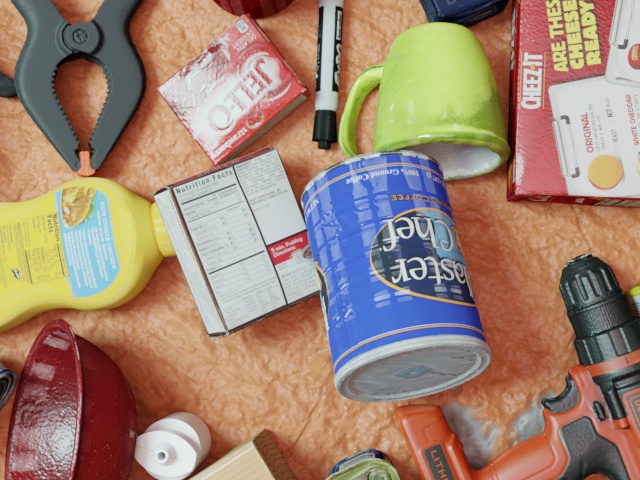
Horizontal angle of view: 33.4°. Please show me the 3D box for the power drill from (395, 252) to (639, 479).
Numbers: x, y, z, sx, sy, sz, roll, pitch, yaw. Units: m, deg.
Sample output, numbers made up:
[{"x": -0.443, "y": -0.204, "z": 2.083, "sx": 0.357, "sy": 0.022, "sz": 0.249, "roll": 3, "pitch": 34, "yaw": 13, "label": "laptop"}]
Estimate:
[{"x": 0.152, "y": 0.121, "z": 0.750, "sx": 0.187, "sy": 0.057, "sz": 0.184, "roll": -21, "pitch": 82, "yaw": 2, "label": "power drill"}]

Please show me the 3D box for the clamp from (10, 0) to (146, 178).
[{"x": -0.169, "y": -0.154, "z": 0.789, "sx": 0.164, "sy": 0.036, "sz": 0.210, "roll": -10, "pitch": 92, "yaw": -12, "label": "clamp"}]

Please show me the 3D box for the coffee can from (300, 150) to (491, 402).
[{"x": 0.048, "y": 0.025, "z": 0.717, "sx": 0.103, "sy": 0.103, "sz": 0.140, "roll": -12, "pitch": 64, "yaw": 2, "label": "coffee can"}]

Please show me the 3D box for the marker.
[{"x": 0.006, "y": -0.128, "z": 0.792, "sx": 0.020, "sy": 0.020, "sz": 0.121, "roll": 3, "pitch": 86, "yaw": 3, "label": "marker"}]

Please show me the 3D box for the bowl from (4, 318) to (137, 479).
[{"x": -0.169, "y": 0.137, "z": 0.736, "sx": 0.055, "sy": 0.162, "sz": 0.162, "roll": 11, "pitch": 86, "yaw": -29, "label": "bowl"}]

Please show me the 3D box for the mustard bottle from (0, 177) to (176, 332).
[{"x": -0.178, "y": 0.005, "z": 0.773, "sx": 0.191, "sy": 0.058, "sz": 0.096, "roll": -12, "pitch": 80, "yaw": 2, "label": "mustard bottle"}]

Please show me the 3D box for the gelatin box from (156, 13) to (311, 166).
[{"x": -0.063, "y": -0.109, "z": 0.783, "sx": 0.089, "sy": 0.030, "sz": 0.073, "roll": -38, "pitch": 86, "yaw": 9, "label": "gelatin box"}]

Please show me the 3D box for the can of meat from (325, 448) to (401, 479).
[{"x": 0.041, "y": 0.197, "z": 0.737, "sx": 0.057, "sy": 0.084, "sz": 0.102, "roll": -25, "pitch": 86, "yaw": 1, "label": "can of meat"}]

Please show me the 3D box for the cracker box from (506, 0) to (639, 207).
[{"x": 0.243, "y": -0.105, "z": 0.754, "sx": 0.214, "sy": 0.072, "sz": 0.164, "roll": 2, "pitch": 86, "yaw": 4, "label": "cracker box"}]

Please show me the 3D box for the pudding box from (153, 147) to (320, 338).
[{"x": -0.055, "y": 0.001, "z": 0.753, "sx": 0.089, "sy": 0.039, "sz": 0.113, "roll": -23, "pitch": 92, "yaw": -26, "label": "pudding box"}]
